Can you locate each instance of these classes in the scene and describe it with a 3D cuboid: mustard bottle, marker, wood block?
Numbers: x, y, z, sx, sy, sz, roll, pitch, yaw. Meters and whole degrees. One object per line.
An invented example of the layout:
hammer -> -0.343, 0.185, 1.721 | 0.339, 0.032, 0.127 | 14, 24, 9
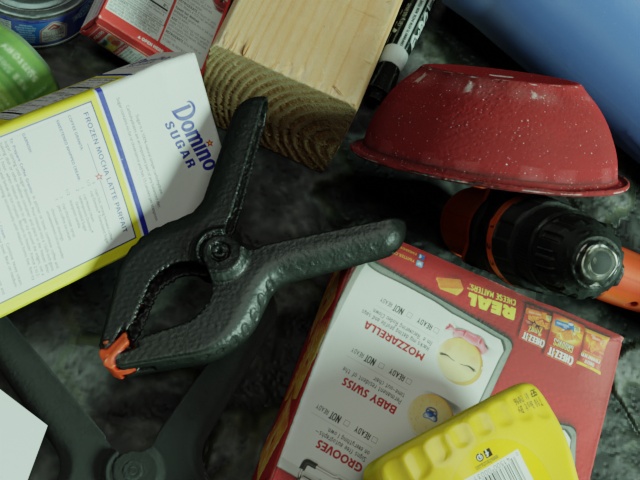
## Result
mustard bottle -> 0.104, 0.171, 0.501 | 0.096, 0.058, 0.192 | -24, 78, -19
marker -> 0.057, -0.138, 0.708 | 0.020, 0.020, 0.121 | 27, 65, -3
wood block -> 0.006, -0.161, 0.666 | 0.091, 0.090, 0.206 | 24, 66, -3

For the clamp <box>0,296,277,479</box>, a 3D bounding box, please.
clamp -> -0.108, 0.118, 0.556 | 0.164, 0.036, 0.210 | 5, 68, -7

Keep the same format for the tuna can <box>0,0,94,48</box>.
tuna can -> -0.177, -0.162, 0.649 | 0.086, 0.034, 0.086 | 5, 68, -13

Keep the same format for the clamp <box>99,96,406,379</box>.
clamp -> -0.054, 0.001, 0.567 | 0.171, 0.039, 0.120 | -34, 65, -13

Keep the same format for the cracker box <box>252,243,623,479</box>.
cracker box -> 0.055, 0.122, 0.578 | 0.164, 0.072, 0.213 | 23, 66, -4

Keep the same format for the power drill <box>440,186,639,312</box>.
power drill -> 0.173, 0.020, 0.600 | 0.187, 0.184, 0.057 | 21, 94, -14

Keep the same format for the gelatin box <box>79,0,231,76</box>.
gelatin box -> -0.096, -0.146, 0.653 | 0.073, 0.030, 0.089 | 31, 62, -28

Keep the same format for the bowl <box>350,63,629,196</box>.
bowl -> 0.100, -0.069, 0.614 | 0.162, 0.162, 0.055 | 3, 104, -13

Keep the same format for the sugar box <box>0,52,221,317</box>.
sugar box -> -0.134, -0.031, 0.568 | 0.175, 0.048, 0.093 | -29, 114, -36
